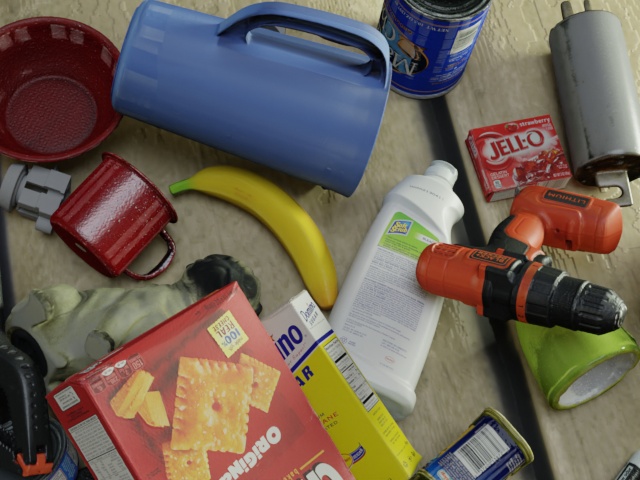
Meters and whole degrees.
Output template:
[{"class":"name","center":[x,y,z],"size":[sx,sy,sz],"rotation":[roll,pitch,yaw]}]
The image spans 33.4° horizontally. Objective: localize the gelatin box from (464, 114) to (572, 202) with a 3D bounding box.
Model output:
[{"class":"gelatin box","center":[0.198,-0.083,1.074],"size":[0.089,0.030,0.073],"rotation":[-11,68,-11]}]

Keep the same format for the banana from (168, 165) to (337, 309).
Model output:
[{"class":"banana","center":[-0.049,-0.016,1.018],"size":[0.198,0.037,0.069],"rotation":[36,87,11]}]

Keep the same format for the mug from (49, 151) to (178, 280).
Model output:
[{"class":"mug","center":[-0.184,-0.012,0.979],"size":[0.081,0.093,0.117],"rotation":[-49,114,-17]}]

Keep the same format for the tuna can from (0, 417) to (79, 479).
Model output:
[{"class":"tuna can","center":[-0.245,0.189,0.886],"size":[0.086,0.033,0.086],"rotation":[-12,41,10]}]

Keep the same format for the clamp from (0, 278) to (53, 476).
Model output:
[{"class":"clamp","center":[-0.287,0.114,0.883],"size":[0.165,0.036,0.210],"rotation":[-42,66,22]}]

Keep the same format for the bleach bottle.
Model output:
[{"class":"bleach bottle","center":[0.080,0.034,0.994],"size":[0.102,0.068,0.250],"rotation":[25,64,2]}]

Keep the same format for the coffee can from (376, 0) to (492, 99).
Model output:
[{"class":"coffee can","center":[0.110,-0.221,1.064],"size":[0.102,0.140,0.103],"rotation":[2,66,-5]}]

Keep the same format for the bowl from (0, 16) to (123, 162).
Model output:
[{"class":"bowl","center":[-0.264,-0.136,1.035],"size":[0.162,0.055,0.162],"rotation":[2,66,-5]}]

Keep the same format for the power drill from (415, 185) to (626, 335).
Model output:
[{"class":"power drill","center":[0.203,0.015,0.951],"size":[0.185,0.057,0.187],"rotation":[16,30,29]}]

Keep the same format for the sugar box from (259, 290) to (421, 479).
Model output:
[{"class":"sugar box","center":[-0.003,0.140,0.901],"size":[0.093,0.048,0.176],"rotation":[-36,90,24]}]

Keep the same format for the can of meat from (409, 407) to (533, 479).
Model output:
[{"class":"can of meat","center":[0.123,0.196,0.905],"size":[0.083,0.102,0.057],"rotation":[-36,75,-17]}]

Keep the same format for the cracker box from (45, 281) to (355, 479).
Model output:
[{"class":"cracker box","center":[-0.080,0.162,0.818],"size":[0.163,0.072,0.214],"rotation":[-31,89,-40]}]

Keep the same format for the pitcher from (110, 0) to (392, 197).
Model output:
[{"class":"pitcher","center":[-0.060,-0.143,0.977],"size":[0.242,0.145,0.149],"rotation":[17,93,-8]}]
